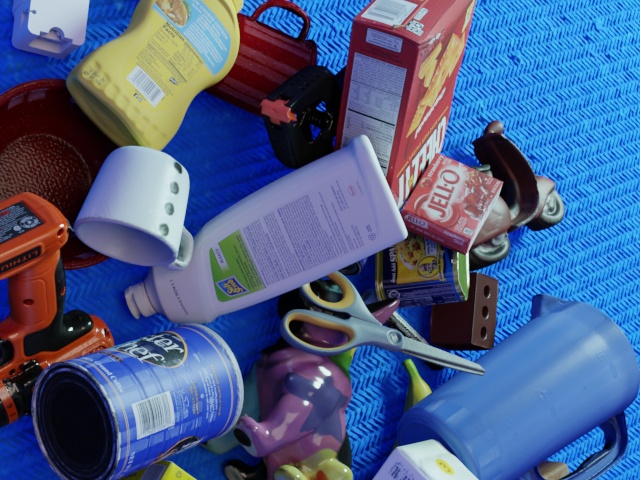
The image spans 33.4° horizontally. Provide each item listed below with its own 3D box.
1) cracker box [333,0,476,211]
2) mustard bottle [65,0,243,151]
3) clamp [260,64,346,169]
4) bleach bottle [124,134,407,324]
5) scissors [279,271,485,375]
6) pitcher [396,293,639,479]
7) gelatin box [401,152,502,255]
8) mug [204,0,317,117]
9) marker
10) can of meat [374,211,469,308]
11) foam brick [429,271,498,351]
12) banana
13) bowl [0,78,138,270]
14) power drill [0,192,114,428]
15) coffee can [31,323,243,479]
[{"bbox_3d":[0.079,-0.140,1.005,0.072,0.214,0.164,22,43,16],"label":"cracker box"},{"bbox_3d":[-0.125,-0.167,0.918,0.096,0.058,0.191,46,62,-20],"label":"mustard bottle"},{"bbox_3d":[0.003,-0.120,0.982,0.164,0.036,0.209,-70,161,2],"label":"clamp"},{"bbox_3d":[-0.056,0.001,0.939,0.251,0.068,0.102,-23,98,4],"label":"bleach bottle"},{"bbox_3d":[0.057,0.073,0.981,0.201,0.016,0.096,6,60,-21],"label":"scissors"},{"bbox_3d":[0.200,0.174,1.063,0.242,0.149,0.145,-26,132,-33],"label":"pitcher"},{"bbox_3d":[0.126,-0.036,1.035,0.073,0.030,0.089,25,53,12],"label":"gelatin box"},{"bbox_3d":[-0.055,-0.172,1.003,0.081,0.093,0.117,21,116,-23],"label":"mug"},{"bbox_3d":[0.087,0.095,1.107,0.121,0.020,0.020,44,63,-20],"label":"marker"},{"bbox_3d":[0.102,0.016,1.070,0.057,0.084,0.102,51,35,-56],"label":"can of meat"},{"bbox_3d":[0.151,0.075,1.122,0.052,0.051,0.078,20,72,-53],"label":"foam brick"},{"bbox_3d":[0.072,0.221,1.074,0.069,0.037,0.197,30,67,-9],"label":"banana"},{"bbox_3d":[-0.227,-0.053,0.907,0.161,0.055,0.162,5,81,-32],"label":"bowl"},{"bbox_3d":[-0.250,0.067,0.822,0.184,0.057,0.188,-32,143,-32],"label":"power drill"},{"bbox_3d":[-0.147,0.132,0.869,0.140,0.103,0.103,-14,91,-51],"label":"coffee can"}]
